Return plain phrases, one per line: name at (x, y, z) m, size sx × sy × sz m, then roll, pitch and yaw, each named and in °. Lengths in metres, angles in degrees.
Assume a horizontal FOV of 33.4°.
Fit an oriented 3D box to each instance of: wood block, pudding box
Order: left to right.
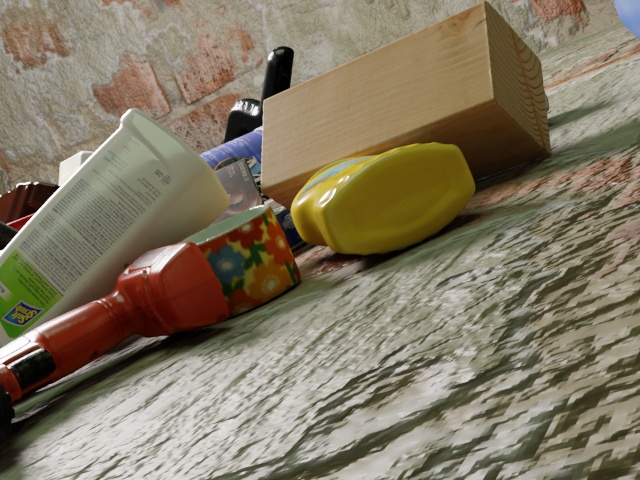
pudding box at (-0.080, -0.004, 0.792) m, size 0.090 × 0.039 × 0.113 m, roll -23°, pitch 36°, yaw -1°
wood block at (0.061, -0.088, 0.823) m, size 0.206 × 0.091 × 0.090 m, roll -19°, pitch -34°, yaw 32°

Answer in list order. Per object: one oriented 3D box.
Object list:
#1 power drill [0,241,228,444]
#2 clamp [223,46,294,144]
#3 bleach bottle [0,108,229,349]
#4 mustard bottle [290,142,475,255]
power drill at (-0.149, 0.064, 0.612) m, size 0.187 × 0.057 × 0.185 m, roll -27°, pitch 7°, yaw -27°
clamp at (-0.038, -0.097, 1.084) m, size 0.036 × 0.164 × 0.210 m, roll -36°, pitch 8°, yaw -26°
bleach bottle at (-0.184, 0.025, 0.736) m, size 0.250 × 0.068 × 0.103 m, roll -44°, pitch 56°, yaw -13°
mustard bottle at (0.030, -0.028, 0.723) m, size 0.096 × 0.058 × 0.192 m, roll -27°, pitch 7°, yaw -9°
